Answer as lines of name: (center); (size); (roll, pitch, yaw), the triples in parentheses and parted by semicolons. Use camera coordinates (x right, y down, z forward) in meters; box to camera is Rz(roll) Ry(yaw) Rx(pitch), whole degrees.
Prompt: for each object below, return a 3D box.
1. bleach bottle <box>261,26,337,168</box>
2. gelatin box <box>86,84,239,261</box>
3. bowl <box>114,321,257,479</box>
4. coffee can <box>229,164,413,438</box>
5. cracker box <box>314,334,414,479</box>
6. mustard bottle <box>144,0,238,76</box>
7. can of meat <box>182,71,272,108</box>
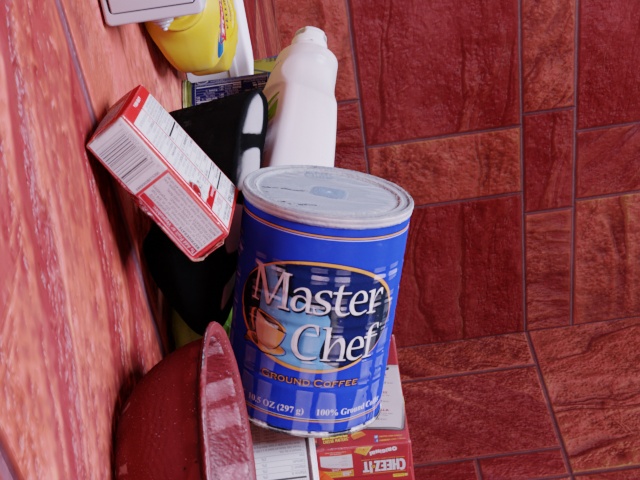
bleach bottle: (-0.022, -0.073, 0.839); (0.103, 0.068, 0.250); (-43, -149, 51)
gelatin box: (-0.086, -0.039, 0.599); (0.089, 0.030, 0.073); (49, 13, -17)
bowl: (-0.070, 0.126, 0.563); (0.162, 0.055, 0.162); (-8, 90, -88)
coffee can: (-0.003, 0.035, 0.658); (0.103, 0.103, 0.140); (-92, -172, -71)
cracker box: (0.019, 0.203, 1.257); (0.213, 0.164, 0.072); (-93, 176, -63)
mustard bottle: (-0.102, -0.178, 0.826); (0.191, 0.058, 0.096); (-80, 162, -82)
can of meat: (-0.073, -0.102, 0.964); (0.102, 0.084, 0.057); (80, 3, -50)
